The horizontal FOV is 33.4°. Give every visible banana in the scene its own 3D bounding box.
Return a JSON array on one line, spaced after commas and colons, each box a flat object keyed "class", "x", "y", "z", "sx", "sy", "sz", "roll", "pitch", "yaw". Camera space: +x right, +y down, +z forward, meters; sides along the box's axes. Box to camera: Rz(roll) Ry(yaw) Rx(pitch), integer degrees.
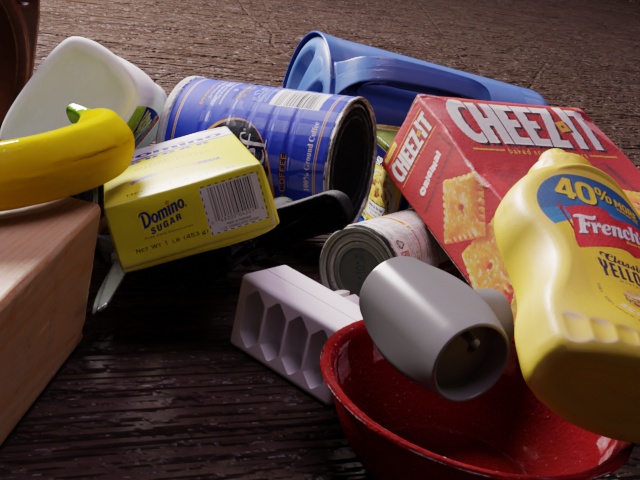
[{"class": "banana", "x": -0.149, "y": -0.042, "z": 0.564, "sx": 0.070, "sy": 0.037, "sz": 0.197, "roll": 1, "pitch": 15, "yaw": 17}]

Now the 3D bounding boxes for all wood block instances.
[{"class": "wood block", "x": -0.182, "y": 0.044, "z": 0.496, "sx": 0.091, "sy": 0.090, "sz": 0.206, "roll": 13, "pitch": 20, "yaw": 2}]

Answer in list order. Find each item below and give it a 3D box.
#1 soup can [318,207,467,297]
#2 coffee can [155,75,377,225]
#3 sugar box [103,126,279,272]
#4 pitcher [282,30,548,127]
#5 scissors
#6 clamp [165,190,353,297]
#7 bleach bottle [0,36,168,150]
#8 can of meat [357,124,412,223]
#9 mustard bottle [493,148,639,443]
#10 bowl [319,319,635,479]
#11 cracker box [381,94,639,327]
[{"class": "soup can", "x": 0.055, "y": 0.014, "z": 0.738, "sx": 0.069, "sy": 0.068, "sz": 0.102, "roll": 26, "pitch": 25, "yaw": 32}, {"class": "coffee can", "x": -0.040, "y": -0.066, "z": 0.811, "sx": 0.140, "sy": 0.103, "sz": 0.102, "roll": 10, "pitch": 19, "yaw": 21}, {"class": "sugar box", "x": -0.088, "y": -0.032, "z": 0.669, "sx": 0.093, "sy": 0.048, "sz": 0.176, "roll": -16, "pitch": 18, "yaw": -8}, {"class": "pitcher", "x": 0.092, "y": -0.108, "z": 0.979, "sx": 0.242, "sy": 0.145, "sz": 0.149, "roll": 7, "pitch": 27, "yaw": -21}, {"class": "scissors", "x": -0.105, "y": 0.003, "z": 0.680, "sx": 0.096, "sy": 0.016, "sz": 0.202, "roll": -18, "pitch": 18, "yaw": -11}, {"class": "clamp", "x": -0.055, "y": 0.001, "z": 0.703, "sx": 0.120, "sy": 0.039, "sz": 0.172, "roll": -19, "pitch": 4, "yaw": -15}, {"class": "bleach bottle", "x": -0.161, "y": -0.100, "z": 0.830, "sx": 0.068, "sy": 0.102, "sz": 0.250, "roll": 41, "pitch": 9, "yaw": -2}, {"class": "can of meat", "x": 0.068, "y": -0.036, "z": 0.848, "sx": 0.057, "sy": 0.084, "sz": 0.102, "roll": 5, "pitch": 22, "yaw": -20}, {"class": "mustard bottle", "x": 0.139, "y": 0.013, "z": 0.561, "sx": 0.096, "sy": 0.058, "sz": 0.191, "roll": 21, "pitch": 36, "yaw": -16}, {"class": "bowl", "x": 0.074, "y": 0.098, "z": 0.549, "sx": 0.162, "sy": 0.055, "sz": 0.162, "roll": 11, "pitch": 21, "yaw": -4}, {"class": "cracker box", "x": 0.164, "y": -0.008, "z": 0.713, "sx": 0.163, "sy": 0.072, "sz": 0.214, "roll": 0, "pitch": 42, "yaw": -33}]
